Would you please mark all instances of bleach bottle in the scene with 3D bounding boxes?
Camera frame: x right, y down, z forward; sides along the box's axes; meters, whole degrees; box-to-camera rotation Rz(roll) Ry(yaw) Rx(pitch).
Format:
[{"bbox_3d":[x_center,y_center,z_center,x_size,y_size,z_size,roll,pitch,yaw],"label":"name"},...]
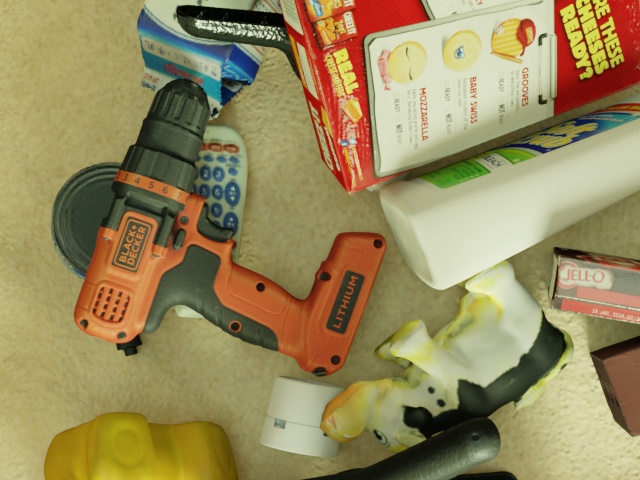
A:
[{"bbox_3d":[0.170,-0.050,0.700,0.250,0.102,0.068,-24,104,-4],"label":"bleach bottle"}]

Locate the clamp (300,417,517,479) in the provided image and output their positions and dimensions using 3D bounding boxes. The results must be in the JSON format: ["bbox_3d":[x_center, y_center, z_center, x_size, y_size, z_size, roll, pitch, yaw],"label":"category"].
[{"bbox_3d":[0.026,0.161,0.670,0.210,0.164,0.036,-13,62,2],"label":"clamp"}]

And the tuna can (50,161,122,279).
[{"bbox_3d":[-0.150,-0.011,0.766,0.086,0.034,0.086,3,80,-15],"label":"tuna can"}]

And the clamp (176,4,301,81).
[{"bbox_3d":[-0.009,-0.141,0.710,0.120,0.039,0.171,-35,126,14],"label":"clamp"}]

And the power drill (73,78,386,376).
[{"bbox_3d":[-0.055,0.001,0.726,0.187,0.057,0.184,20,87,-6],"label":"power drill"}]

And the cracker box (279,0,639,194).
[{"bbox_3d":[0.086,-0.145,0.667,0.213,0.072,0.164,-22,122,-8],"label":"cracker box"}]
